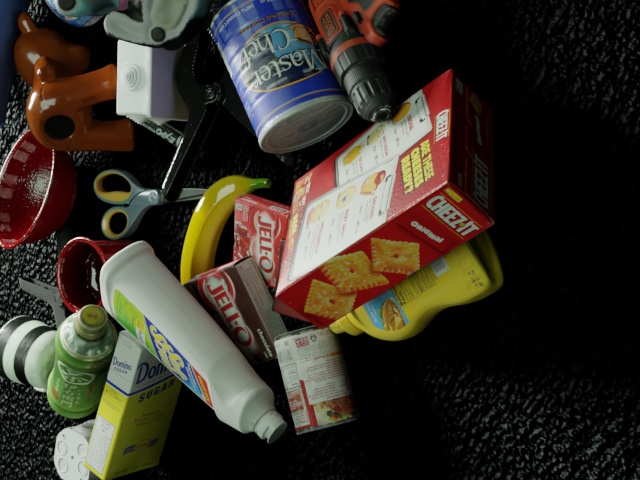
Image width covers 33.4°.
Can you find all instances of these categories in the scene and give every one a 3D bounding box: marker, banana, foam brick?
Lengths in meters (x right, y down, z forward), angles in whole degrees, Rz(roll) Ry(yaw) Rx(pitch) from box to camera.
[{"bbox_3d":[-0.174,-0.124,1.246,0.121,0.020,0.020,33,111,32],"label":"marker"},{"bbox_3d":[-0.122,0.001,1.201,0.070,0.037,0.198,38,114,30],"label":"banana"},{"bbox_3d":[-0.011,0.040,1.108,0.051,0.052,0.078,14,102,36],"label":"foam brick"}]

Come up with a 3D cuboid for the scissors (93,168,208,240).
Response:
[{"bbox_3d":[-0.202,-0.034,1.275,0.202,0.016,0.096,17,104,36],"label":"scissors"}]

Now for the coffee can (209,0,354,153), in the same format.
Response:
[{"bbox_3d":[-0.040,-0.174,1.088,0.103,0.102,0.140,-34,72,34],"label":"coffee can"}]

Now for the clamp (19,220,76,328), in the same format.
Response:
[{"bbox_3d":[-0.316,0.060,1.354,0.172,0.039,0.120,43,119,28],"label":"clamp"}]

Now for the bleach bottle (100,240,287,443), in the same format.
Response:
[{"bbox_3d":[-0.130,0.115,1.130,0.251,0.068,0.103,41,148,22],"label":"bleach bottle"}]

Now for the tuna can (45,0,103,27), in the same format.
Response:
[{"bbox_3d":[-0.294,-0.302,1.288,0.034,0.085,0.086,-29,75,36],"label":"tuna can"}]

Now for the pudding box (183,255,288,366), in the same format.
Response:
[{"bbox_3d":[-0.090,0.081,1.157,0.090,0.039,0.113,-22,97,43],"label":"pudding box"}]

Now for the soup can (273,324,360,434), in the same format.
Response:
[{"bbox_3d":[-0.004,0.142,1.098,0.069,0.068,0.102,-21,79,36],"label":"soup can"}]

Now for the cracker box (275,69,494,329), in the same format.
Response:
[{"bbox_3d":[0.061,-0.035,0.989,0.214,0.072,0.164,-34,32,34],"label":"cracker box"}]

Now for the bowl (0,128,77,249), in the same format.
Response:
[{"bbox_3d":[-0.354,-0.061,1.348,0.162,0.055,0.162,-23,59,44],"label":"bowl"}]

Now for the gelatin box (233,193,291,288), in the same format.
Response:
[{"bbox_3d":[-0.058,0.001,1.144,0.073,0.030,0.089,19,117,32],"label":"gelatin box"}]

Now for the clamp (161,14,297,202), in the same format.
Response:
[{"bbox_3d":[-0.103,-0.153,1.169,0.165,0.036,0.210,-7,78,23],"label":"clamp"}]

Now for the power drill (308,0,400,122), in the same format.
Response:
[{"bbox_3d":[0.074,-0.225,1.004,0.188,0.057,0.184,-43,51,28],"label":"power drill"}]

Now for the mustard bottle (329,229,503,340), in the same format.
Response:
[{"bbox_3d":[0.080,0.043,1.034,0.192,0.058,0.096,-34,71,34],"label":"mustard bottle"}]

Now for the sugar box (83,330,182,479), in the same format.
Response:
[{"bbox_3d":[-0.210,0.186,1.243,0.048,0.093,0.176,30,111,30],"label":"sugar box"}]

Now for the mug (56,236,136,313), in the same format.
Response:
[{"bbox_3d":[-0.247,0.048,1.271,0.117,0.081,0.093,44,117,28],"label":"mug"}]
